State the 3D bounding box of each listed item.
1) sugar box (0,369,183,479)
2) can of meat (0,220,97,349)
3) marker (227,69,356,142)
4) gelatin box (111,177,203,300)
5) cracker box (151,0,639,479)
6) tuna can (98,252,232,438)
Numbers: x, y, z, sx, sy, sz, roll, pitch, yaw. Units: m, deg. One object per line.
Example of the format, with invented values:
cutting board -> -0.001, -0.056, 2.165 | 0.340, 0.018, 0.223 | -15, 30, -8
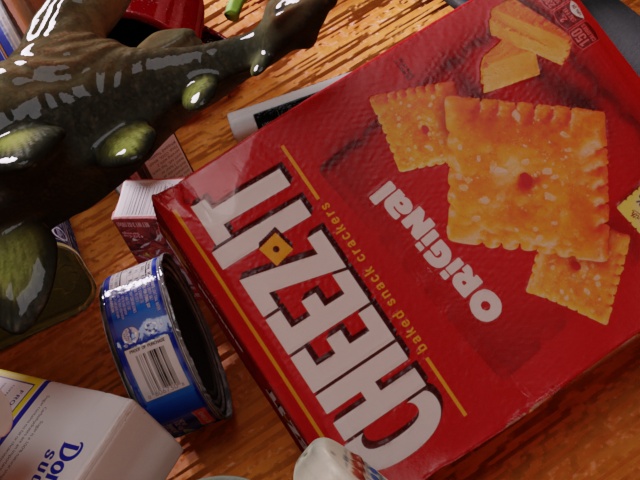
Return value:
sugar box -> -0.151, 0.107, 0.488 | 0.177, 0.048, 0.093 | 6, 53, 42
can of meat -> -0.187, 0.011, 0.602 | 0.102, 0.057, 0.084 | -26, 46, -5
marker -> 0.003, -0.088, 0.648 | 0.121, 0.020, 0.020 | -19, 48, 2
gelatin box -> -0.053, 0.001, 0.557 | 0.089, 0.073, 0.030 | -1, 52, 16
cracker box -> 0.057, -0.003, 0.477 | 0.213, 0.072, 0.164 | -33, 82, -10
tuna can -> -0.074, 0.051, 0.513 | 0.034, 0.086, 0.086 | -22, 48, 1
